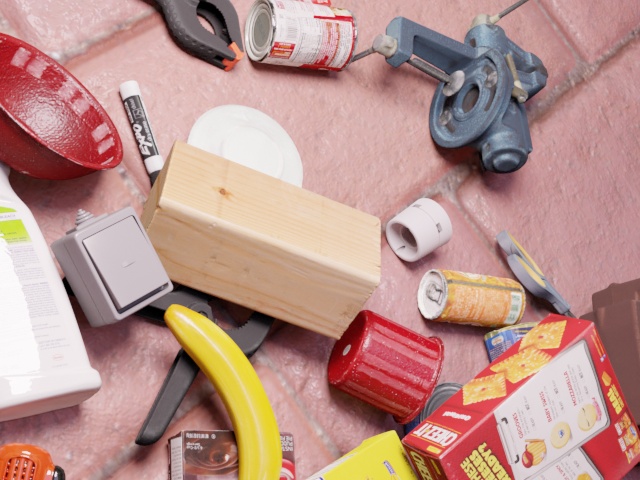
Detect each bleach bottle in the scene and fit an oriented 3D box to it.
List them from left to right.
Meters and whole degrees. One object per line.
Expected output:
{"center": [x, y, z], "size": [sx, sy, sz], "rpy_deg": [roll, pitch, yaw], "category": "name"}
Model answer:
{"center": [-0.264, 0.019, 0.887], "size": [0.102, 0.068, 0.251], "rpy_deg": [-8, 72, -36], "category": "bleach bottle"}

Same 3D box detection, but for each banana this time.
{"center": [-0.075, 0.143, 0.911], "size": [0.069, 0.037, 0.198], "rpy_deg": [-10, 76, -37], "category": "banana"}

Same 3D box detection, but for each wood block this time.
{"center": [-0.056, 0.001, 0.970], "size": [0.206, 0.090, 0.091], "rpy_deg": [21, 39, -14], "category": "wood block"}

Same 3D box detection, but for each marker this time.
{"center": [-0.166, -0.094, 1.017], "size": [0.020, 0.020, 0.121], "rpy_deg": [-13, 78, -34], "category": "marker"}

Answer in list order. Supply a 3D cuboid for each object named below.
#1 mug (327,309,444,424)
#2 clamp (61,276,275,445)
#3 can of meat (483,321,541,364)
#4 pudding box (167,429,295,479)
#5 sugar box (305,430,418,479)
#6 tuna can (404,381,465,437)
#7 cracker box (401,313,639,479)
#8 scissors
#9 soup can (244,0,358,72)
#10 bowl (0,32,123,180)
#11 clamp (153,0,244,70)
{"center": [0.060, 0.112, 1.031], "size": [0.081, 0.093, 0.117], "rpy_deg": [26, 28, -14], "category": "mug"}
{"center": [-0.122, 0.070, 0.964], "size": [0.209, 0.036, 0.164], "rpy_deg": [-28, 80, -39], "category": "clamp"}
{"center": [0.229, 0.133, 1.134], "size": [0.101, 0.058, 0.084], "rpy_deg": [-1, 70, -31], "category": "can of meat"}
{"center": [-0.076, 0.213, 0.930], "size": [0.113, 0.039, 0.090], "rpy_deg": [6, 68, -28], "category": "pudding box"}
{"center": [0.030, 0.240, 0.942], "size": [0.175, 0.048, 0.093], "rpy_deg": [-17, 79, -59], "category": "sugar box"}
{"center": [0.127, 0.186, 1.065], "size": [0.086, 0.034, 0.086], "rpy_deg": [12, 65, -26], "category": "tuna can"}
{"center": [0.200, 0.198, 1.029], "size": [0.213, 0.072, 0.164], "rpy_deg": [-35, 111, -22], "category": "cracker box"}
{"center": [0.261, 0.072, 1.178], "size": [0.202, 0.016, 0.096], "rpy_deg": [50, 18, -3], "category": "scissors"}
{"center": [-0.020, -0.216, 1.124], "size": [0.102, 0.069, 0.068], "rpy_deg": [1, 70, -30], "category": "soup can"}
{"center": [-0.250, -0.105, 0.923], "size": [0.162, 0.055, 0.162], "rpy_deg": [41, 18, -17], "category": "bowl"}
{"center": [-0.133, -0.256, 1.092], "size": [0.171, 0.039, 0.120], "rpy_deg": [48, 59, -13], "category": "clamp"}
